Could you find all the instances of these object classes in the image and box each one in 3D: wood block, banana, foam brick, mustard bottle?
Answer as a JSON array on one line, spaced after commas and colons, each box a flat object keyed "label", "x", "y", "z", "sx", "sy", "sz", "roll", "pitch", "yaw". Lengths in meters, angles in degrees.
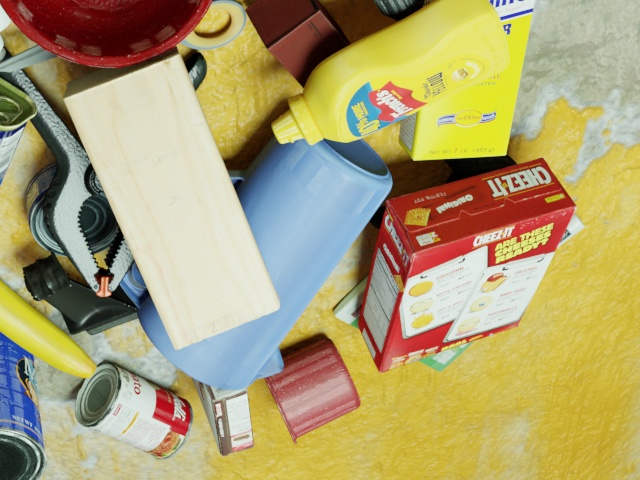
[{"label": "wood block", "x": -0.111, "y": -0.035, "z": 0.815, "sx": 0.090, "sy": 0.091, "sz": 0.206, "roll": -22, "pitch": 109, "yaw": -3}, {"label": "banana", "x": -0.279, "y": 0.061, "z": 0.948, "sx": 0.037, "sy": 0.070, "sz": 0.197, "roll": -52, "pitch": 130, "yaw": -16}, {"label": "foam brick", "x": -0.013, "y": -0.163, "z": 0.853, "sx": 0.053, "sy": 0.051, "sz": 0.078, "roll": -35, "pitch": 143, "yaw": 10}, {"label": "mustard bottle", "x": 0.050, "y": -0.126, "z": 0.835, "sx": 0.191, "sy": 0.058, "sz": 0.096, "roll": -25, "pitch": 159, "yaw": 5}]

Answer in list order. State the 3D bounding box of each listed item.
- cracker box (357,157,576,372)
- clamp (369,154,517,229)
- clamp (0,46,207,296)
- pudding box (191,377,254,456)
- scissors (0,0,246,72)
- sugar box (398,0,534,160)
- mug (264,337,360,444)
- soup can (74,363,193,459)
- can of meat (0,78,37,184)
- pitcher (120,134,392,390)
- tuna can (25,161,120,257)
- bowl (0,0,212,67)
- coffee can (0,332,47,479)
[{"label": "cracker box", "x": 0.130, "y": 0.026, "z": 1.016, "sx": 0.164, "sy": 0.072, "sz": 0.214, "roll": -16, "pitch": 148, "yaw": -17}, {"label": "clamp", "x": 0.130, "y": -0.046, "z": 1.028, "sx": 0.171, "sy": 0.039, "sz": 0.120, "roll": 18, "pitch": 122, "yaw": -28}, {"label": "clamp", "x": -0.185, "y": -0.058, "z": 0.861, "sx": 0.164, "sy": 0.036, "sz": 0.210, "roll": 5, "pitch": 105, "yaw": -20}, {"label": "pudding box", "x": -0.101, "y": 0.141, "z": 1.054, "sx": 0.039, "sy": 0.113, "sz": 0.090, "roll": -15, "pitch": 134, "yaw": -12}, {"label": "scissors", "x": -0.139, "y": -0.157, "z": 0.824, "sx": 0.201, "sy": 0.016, "sz": 0.096, "roll": -34, "pitch": 139, "yaw": -2}, {"label": "sugar box", "x": 0.125, "y": -0.157, "z": 0.907, "sx": 0.093, "sy": 0.048, "sz": 0.176, "roll": -5, "pitch": 124, "yaw": -17}, {"label": "mug", "x": -0.009, "y": 0.157, "z": 1.129, "sx": 0.081, "sy": 0.093, "sz": 0.117, "roll": -25, "pitch": 165, "yaw": -5}, {"label": "soup can", "x": -0.189, "y": 0.174, "z": 1.080, "sx": 0.069, "sy": 0.068, "sz": 0.102, "roll": -42, "pitch": 130, "yaw": 17}, {"label": "can of meat", "x": -0.277, "y": -0.087, "z": 0.803, "sx": 0.102, "sy": 0.057, "sz": 0.084, "roll": 33, "pitch": 121, "yaw": -1}, {"label": "pitcher", "x": -0.056, "y": 0.001, "z": 0.946, "sx": 0.243, "sy": 0.145, "sz": 0.149, "roll": -52, "pitch": 150, "yaw": 20}, {"label": "tuna can", "x": -0.209, "y": -0.027, "z": 0.919, "sx": 0.086, "sy": 0.034, "sz": 0.086, "roll": -11, "pitch": 133, "yaw": -12}, {"label": "bowl", "x": -0.151, "y": -0.205, "z": 0.747, "sx": 0.162, "sy": 0.055, "sz": 0.162, "roll": -3, "pitch": 106, "yaw": -12}, {"label": "coffee can", "x": -0.306, "y": 0.152, "z": 0.965, "sx": 0.102, "sy": 0.140, "sz": 0.103, "roll": -11, "pitch": 132, "yaw": -12}]
